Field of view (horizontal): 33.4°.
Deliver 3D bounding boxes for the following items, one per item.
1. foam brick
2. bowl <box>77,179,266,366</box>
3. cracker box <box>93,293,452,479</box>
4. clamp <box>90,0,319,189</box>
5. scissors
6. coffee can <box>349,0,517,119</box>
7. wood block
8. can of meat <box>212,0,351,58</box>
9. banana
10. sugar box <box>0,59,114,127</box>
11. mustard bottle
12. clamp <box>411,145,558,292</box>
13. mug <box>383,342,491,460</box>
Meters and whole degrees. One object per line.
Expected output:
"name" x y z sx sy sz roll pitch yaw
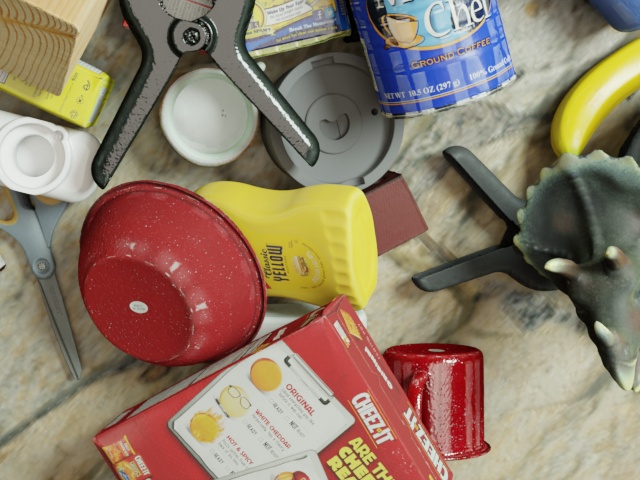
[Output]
"foam brick" 0.038 -0.016 0.857 0.078 0.053 0.051 -27 99 -4
"bowl" -0.124 0.038 0.800 0.162 0.055 0.162 11 122 18
"cracker box" -0.035 0.161 0.792 0.214 0.072 0.164 -29 95 19
"clamp" -0.099 -0.137 0.752 0.164 0.036 0.210 -13 103 -5
"scissors" -0.207 0.003 0.847 0.096 0.016 0.201 -31 100 -3
"coffee can" 0.073 -0.170 0.759 0.102 0.103 0.140 -19 107 -5
"wood block" -0.174 -0.218 0.740 0.090 0.090 0.206 25 60 -10
"can of meat" -0.032 -0.183 0.793 0.102 0.057 0.084 -13 101 1
"banana" 0.253 -0.126 0.869 0.197 0.037 0.070 -42 63 -6
"sugar box" -0.243 -0.139 0.787 0.176 0.093 0.048 23 93 -8
"mustard bottle" -0.056 0.001 0.820 0.192 0.058 0.096 4 126 22
"clamp" 0.162 -0.013 0.881 0.171 0.039 0.120 4 101 -14
"mug" 0.087 0.128 0.853 0.093 0.117 0.081 0 92 22
